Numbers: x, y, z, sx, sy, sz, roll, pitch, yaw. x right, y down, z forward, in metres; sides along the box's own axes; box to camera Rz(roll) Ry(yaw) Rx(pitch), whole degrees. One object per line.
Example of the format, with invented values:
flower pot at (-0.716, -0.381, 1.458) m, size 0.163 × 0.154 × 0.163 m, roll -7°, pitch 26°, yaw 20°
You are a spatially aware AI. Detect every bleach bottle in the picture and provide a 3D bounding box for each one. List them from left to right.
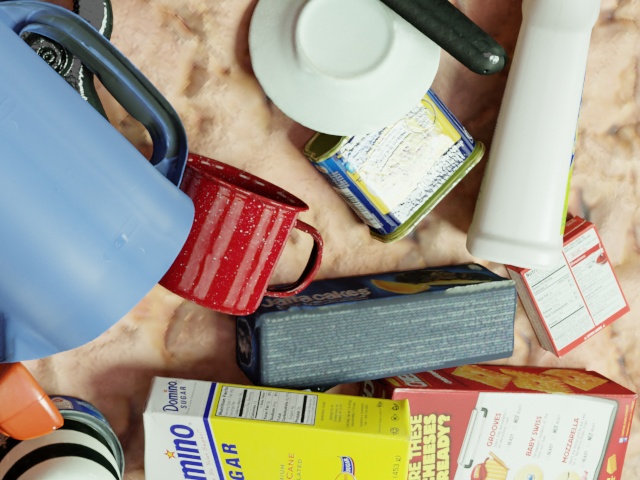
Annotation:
bleach bottle at (0.160, -0.110, 0.760) m, size 0.068 × 0.102 × 0.251 m, roll 11°, pitch 99°, yaw 10°

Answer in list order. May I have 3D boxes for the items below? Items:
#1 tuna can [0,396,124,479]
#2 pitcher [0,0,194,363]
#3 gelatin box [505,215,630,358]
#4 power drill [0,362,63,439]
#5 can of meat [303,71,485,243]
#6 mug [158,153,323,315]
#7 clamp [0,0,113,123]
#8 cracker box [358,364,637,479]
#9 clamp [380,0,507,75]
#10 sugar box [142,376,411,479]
tuna can at (-0.179, 0.151, 0.727) m, size 0.086 × 0.034 × 0.086 m, roll -5°, pitch 104°, yaw -20°
pitcher at (-0.189, -0.065, 0.596) m, size 0.145 × 0.149 × 0.242 m, roll -34°, pitch 116°, yaw 14°
gelatin box at (0.195, 0.036, 0.845) m, size 0.073 × 0.030 × 0.089 m, roll -32°, pitch 112°, yaw -10°
power drill at (-0.248, 0.140, 0.628) m, size 0.187 × 0.185 × 0.057 m, roll -37°, pitch 113°, yaw -20°
can of meat at (0.051, -0.063, 0.753) m, size 0.102 × 0.057 × 0.084 m, roll -45°, pitch 111°, yaw -6°
mug at (-0.055, 0.001, 0.710) m, size 0.117 × 0.093 × 0.081 m, roll 20°, pitch 99°, yaw -20°
clamp at (-0.164, -0.109, 0.671) m, size 0.120 × 0.039 × 0.171 m, roll 12°, pitch 104°, yaw -29°
cracker box at (0.128, 0.183, 0.832) m, size 0.213 × 0.072 × 0.164 m, roll 4°, pitch 100°, yaw -21°
clamp at (0.030, -0.203, 0.703) m, size 0.210 × 0.036 × 0.164 m, roll 16°, pitch 59°, yaw -9°
sugar box at (-0.030, 0.146, 0.724) m, size 0.176 × 0.048 × 0.093 m, roll 3°, pitch 123°, yaw 1°
